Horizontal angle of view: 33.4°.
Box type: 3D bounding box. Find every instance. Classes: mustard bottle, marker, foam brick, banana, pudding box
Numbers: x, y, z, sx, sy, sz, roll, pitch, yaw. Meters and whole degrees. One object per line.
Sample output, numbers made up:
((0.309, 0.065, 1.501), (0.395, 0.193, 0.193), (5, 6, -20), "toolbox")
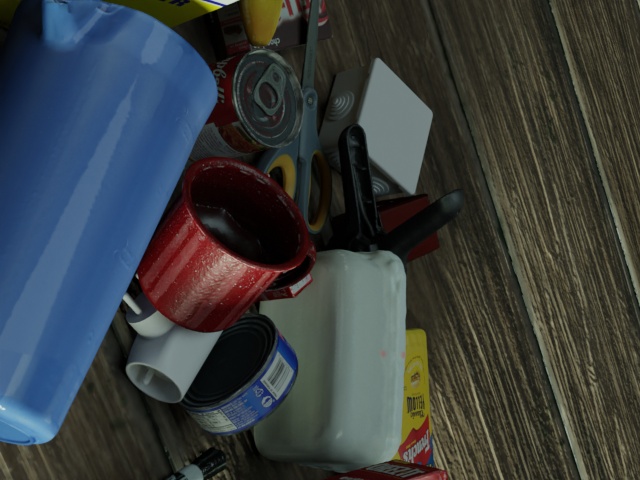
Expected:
((0.060, 0.170, 0.886), (0.096, 0.058, 0.191), (5, 80, -60), "mustard bottle")
((-0.107, 0.173, 0.723), (0.120, 0.020, 0.020), (-28, 105, -48), "marker")
((0.057, -0.006, 0.918), (0.078, 0.053, 0.051), (-20, 99, -49), "foam brick")
((-0.021, -0.227, 0.811), (0.069, 0.037, 0.197), (46, 50, -18), "banana")
((-0.044, -0.194, 0.844), (0.113, 0.039, 0.090), (-25, 103, -48), "pudding box")

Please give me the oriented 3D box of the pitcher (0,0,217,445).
((-0.157, -0.007, 0.625), (0.149, 0.145, 0.242), (31, 64, -27), "pitcher")

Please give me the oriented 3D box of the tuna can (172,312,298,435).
((-0.059, 0.093, 0.742), (0.033, 0.086, 0.086), (54, 48, -30), "tuna can")

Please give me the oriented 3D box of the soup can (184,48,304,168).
((-0.071, -0.089, 0.746), (0.068, 0.102, 0.068), (11, 76, -48), "soup can")

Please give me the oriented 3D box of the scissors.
((-0.024, -0.099, 0.836), (0.096, 0.016, 0.202), (-21, 112, -46), "scissors")

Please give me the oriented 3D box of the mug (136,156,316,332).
((-0.058, 0.008, 0.702), (0.117, 0.082, 0.093), (12, 45, -35), "mug")

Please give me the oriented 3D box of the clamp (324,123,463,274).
((0.050, 0.005, 0.848), (0.039, 0.120, 0.171), (-15, 124, -40), "clamp")
